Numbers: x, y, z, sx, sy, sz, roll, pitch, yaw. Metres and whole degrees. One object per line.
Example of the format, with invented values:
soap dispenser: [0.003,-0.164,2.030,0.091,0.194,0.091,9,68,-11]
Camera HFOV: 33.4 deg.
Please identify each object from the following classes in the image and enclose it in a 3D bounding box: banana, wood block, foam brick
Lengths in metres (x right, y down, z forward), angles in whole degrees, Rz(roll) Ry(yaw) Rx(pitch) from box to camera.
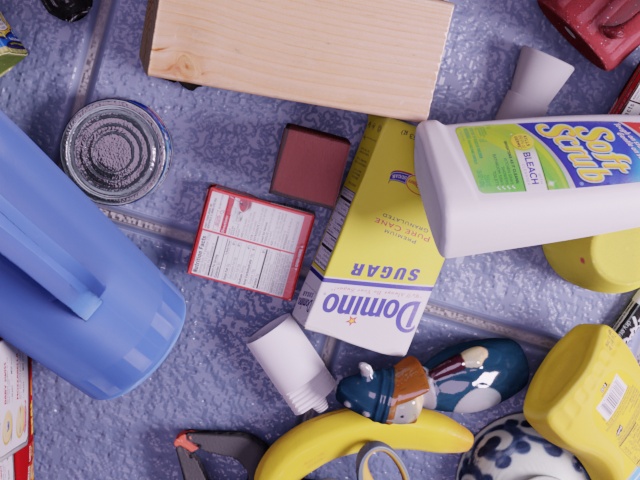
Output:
banana: [0.026,0.169,0.865,0.197,0.037,0.069,-19,96,-12]
wood block: [-0.021,-0.152,0.779,0.205,0.090,0.091,8,106,-15]
foam brick: [-0.008,-0.058,0.826,0.051,0.078,0.053,14,99,-3]

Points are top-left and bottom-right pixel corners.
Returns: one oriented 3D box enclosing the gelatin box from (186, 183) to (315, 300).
gelatin box: [-0.056,0.001,0.857,0.089,0.030,0.073,15,98,-2]

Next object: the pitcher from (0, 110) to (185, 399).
pitcher: [-0.209,0.011,0.768,0.145,0.149,0.242,-27,123,28]

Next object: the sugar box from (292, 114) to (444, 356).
sugar box: [0.053,-0.003,0.839,0.093,0.048,0.176,18,95,-19]

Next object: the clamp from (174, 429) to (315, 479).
clamp: [-0.043,0.208,0.880,0.120,0.039,0.171,-43,94,-12]

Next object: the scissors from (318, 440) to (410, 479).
scissors: [0.045,0.259,0.852,0.096,0.016,0.202,-12,100,-12]

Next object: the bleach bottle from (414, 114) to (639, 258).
bleach bottle: [0.200,-0.053,0.768,0.250,0.068,0.102,-9,52,-4]

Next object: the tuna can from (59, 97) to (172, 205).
tuna can: [-0.162,-0.070,0.845,0.086,0.034,0.086,0,97,0]

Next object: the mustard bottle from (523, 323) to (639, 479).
mustard bottle: [0.248,0.159,0.850,0.191,0.058,0.096,45,67,-20]
